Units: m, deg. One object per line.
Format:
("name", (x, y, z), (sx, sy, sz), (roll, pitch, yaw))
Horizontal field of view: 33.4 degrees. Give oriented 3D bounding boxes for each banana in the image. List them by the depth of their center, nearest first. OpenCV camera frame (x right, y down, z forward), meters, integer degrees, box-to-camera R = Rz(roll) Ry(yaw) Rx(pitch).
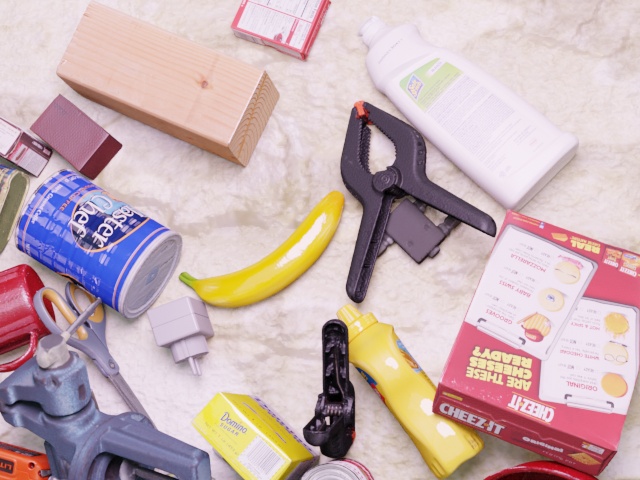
("banana", (-0.053, 0.019, 1.115), (0.198, 0.037, 0.069), (-27, 78, 4))

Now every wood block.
("wood block", (-0.161, -0.166, 1.135), (0.206, 0.090, 0.091), (24, 84, 12))

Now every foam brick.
("foam brick", (-0.265, -0.112, 1.162), (0.078, 0.051, 0.053), (40, 88, 12))

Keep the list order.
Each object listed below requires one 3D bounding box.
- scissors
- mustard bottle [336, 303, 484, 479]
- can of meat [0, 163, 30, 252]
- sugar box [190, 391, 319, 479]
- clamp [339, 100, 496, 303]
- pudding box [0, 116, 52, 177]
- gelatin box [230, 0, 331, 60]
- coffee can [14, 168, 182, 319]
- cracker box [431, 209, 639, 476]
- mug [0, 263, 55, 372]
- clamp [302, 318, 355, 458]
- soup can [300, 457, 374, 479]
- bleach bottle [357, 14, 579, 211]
("scissors", (-0.222, 0.118, 1.128), (0.016, 0.096, 0.201), (-33, 108, 27))
("mustard bottle", (0.080, 0.141, 1.044), (0.058, 0.096, 0.192), (-38, 78, 2))
("can of meat", (-0.376, -0.042, 1.166), (0.084, 0.057, 0.102), (18, 85, 8))
("sugar box", (-0.057, 0.190, 1.017), (0.093, 0.176, 0.048), (43, 91, 12))
("clamp", (0.083, -0.056, 1.081), (0.165, 0.036, 0.210), (-20, 65, 20))
("pudding box", (-0.357, -0.119, 1.157), (0.113, 0.090, 0.039), (29, 86, 11))
("gelatin box", (-0.042, -0.245, 1.159), (0.089, 0.030, 0.073), (21, 84, 11))
("coffee can", (-0.230, 0.003, 1.111), (0.140, 0.102, 0.103), (30, 87, 12))
("cracker box", (0.216, 0.091, 1.002), (0.164, 0.072, 0.213), (20, 57, 11))
("mug", (-0.328, 0.084, 1.117), (0.081, 0.093, 0.117), (-22, 55, 0))
("clamp", (0.011, 0.166, 1.012), (0.039, 0.171, 0.120), (9, 54, 16))
("soup can", (0.016, 0.247, 1.035), (0.068, 0.102, 0.068), (-1, 81, 9))
("bleach bottle", (0.140, -0.147, 1.100), (0.102, 0.068, 0.251), (-44, 75, 0))
